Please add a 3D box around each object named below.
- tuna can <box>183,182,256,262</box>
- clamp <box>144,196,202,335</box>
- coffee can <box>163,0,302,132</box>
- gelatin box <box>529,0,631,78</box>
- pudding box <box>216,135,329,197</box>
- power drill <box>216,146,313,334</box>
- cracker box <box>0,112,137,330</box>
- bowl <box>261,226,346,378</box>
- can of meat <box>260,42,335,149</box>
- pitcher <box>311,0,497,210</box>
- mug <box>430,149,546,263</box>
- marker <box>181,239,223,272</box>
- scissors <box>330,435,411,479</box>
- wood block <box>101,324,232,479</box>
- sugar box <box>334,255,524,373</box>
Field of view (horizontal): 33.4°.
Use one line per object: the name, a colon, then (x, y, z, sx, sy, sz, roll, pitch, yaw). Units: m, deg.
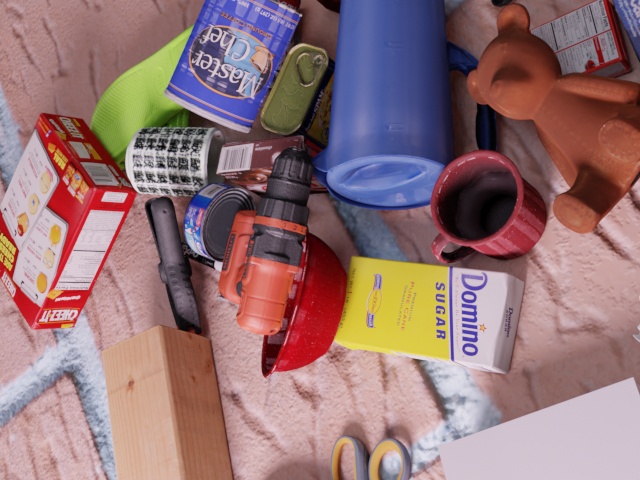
tuna can: (-0.112, -0.021, 1.191, 0.034, 0.086, 0.086, 18, 85, 38)
clamp: (-0.164, 0.027, 1.193, 0.039, 0.120, 0.171, -17, 87, -7)
coffee can: (-0.094, -0.200, 1.147, 0.103, 0.102, 0.140, 32, 102, 36)
gelatin box: (0.250, -0.185, 1.038, 0.089, 0.030, 0.073, -21, 63, 28)
pudding box: (-0.041, -0.078, 1.160, 0.114, 0.089, 0.039, -1, 73, 34)
power drill: (-0.057, 0.001, 1.095, 0.188, 0.057, 0.184, 170, 115, -79)
cracker box: (-0.322, -0.023, 1.312, 0.164, 0.071, 0.214, 48, 120, 35)
bowl: (-0.013, 0.067, 1.086, 0.162, 0.055, 0.162, -166, 90, -80)
can of meat: (-0.007, -0.151, 1.164, 0.058, 0.083, 0.102, 23, 88, 37)
pitcher: (0.083, -0.161, 1.092, 0.145, 0.149, 0.243, -19, 61, 44)
mug: (0.156, -0.021, 1.015, 0.117, 0.081, 0.093, -47, 55, 12)
marker: (-0.149, 0.013, 1.246, 0.121, 0.020, 0.020, 20, 87, 36)
scissors: (0.059, 0.278, 1.023, 0.096, 0.016, 0.202, -29, 61, 26)
wood block: (-0.164, 0.208, 1.150, 0.091, 0.090, 0.206, -25, 63, 26)
sugar box: (0.104, 0.070, 1.043, 0.177, 0.048, 0.093, 4, 77, 36)
